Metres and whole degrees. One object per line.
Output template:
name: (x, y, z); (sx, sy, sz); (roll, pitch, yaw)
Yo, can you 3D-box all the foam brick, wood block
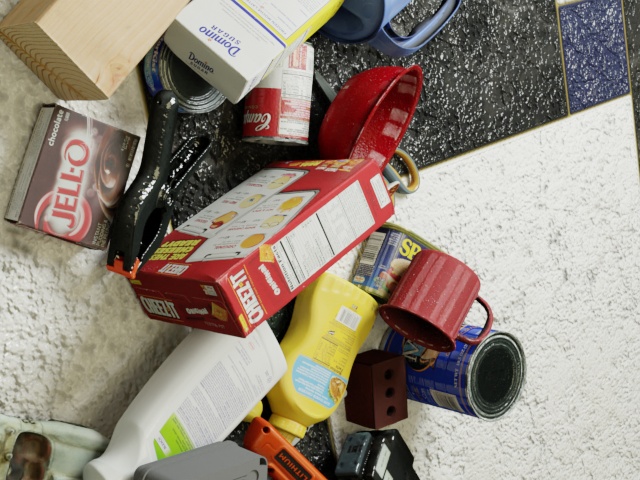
foam brick: (0.062, 0.169, 1.216); (0.052, 0.051, 0.078); (-13, 103, -39)
wood block: (-0.177, -0.229, 0.946); (0.090, 0.090, 0.206); (48, 65, -33)

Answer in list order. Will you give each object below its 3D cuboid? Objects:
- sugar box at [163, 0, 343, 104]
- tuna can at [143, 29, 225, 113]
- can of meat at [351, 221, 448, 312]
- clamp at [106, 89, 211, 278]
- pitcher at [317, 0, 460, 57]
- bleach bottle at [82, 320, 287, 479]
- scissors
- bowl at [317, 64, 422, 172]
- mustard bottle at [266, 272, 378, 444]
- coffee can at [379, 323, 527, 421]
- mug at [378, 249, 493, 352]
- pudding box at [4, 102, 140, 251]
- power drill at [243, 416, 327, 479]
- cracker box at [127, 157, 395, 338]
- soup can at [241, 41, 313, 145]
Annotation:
sugar box: (-0.060, -0.214, 1.018); (0.093, 0.048, 0.176); (41, 55, 2)
tuna can: (-0.128, -0.166, 1.031); (0.085, 0.034, 0.086); (-5, 98, -40)
can of meat: (0.090, 0.035, 1.224); (0.102, 0.058, 0.084); (30, 78, -38)
clamp: (-0.154, -0.052, 0.983); (0.120, 0.039, 0.171); (62, 45, -59)
pitcher: (0.087, -0.313, 1.137); (0.242, 0.145, 0.149); (-43, 141, -32)
bleach bottle: (-0.138, 0.165, 0.986); (0.250, 0.068, 0.102); (-45, 120, -34)
scissors: (0.041, -0.096, 1.194); (0.201, 0.016, 0.096); (35, 72, -37)
bowl: (0.044, -0.122, 1.121); (0.162, 0.055, 0.162); (-54, 165, -22)
mustard bottle: (-0.009, 0.135, 1.147); (0.096, 0.058, 0.191); (34, 73, -39)
coffee can: (0.151, 0.144, 1.230); (0.102, 0.141, 0.103); (-5, 98, -40)
mug: (0.133, 0.069, 1.159); (0.081, 0.117, 0.093); (-59, 169, -19)
pudding box: (-0.222, -0.056, 0.958); (0.089, 0.039, 0.113); (20, 82, -40)
power drill: (-0.096, 0.264, 1.034); (0.184, 0.057, 0.187); (45, 79, -14)
cracker box: (-0.057, 0.001, 1.023); (0.213, 0.164, 0.072); (-39, 116, -31)
soup can: (-0.043, -0.150, 1.083); (0.068, 0.069, 0.102); (2, 93, -41)
